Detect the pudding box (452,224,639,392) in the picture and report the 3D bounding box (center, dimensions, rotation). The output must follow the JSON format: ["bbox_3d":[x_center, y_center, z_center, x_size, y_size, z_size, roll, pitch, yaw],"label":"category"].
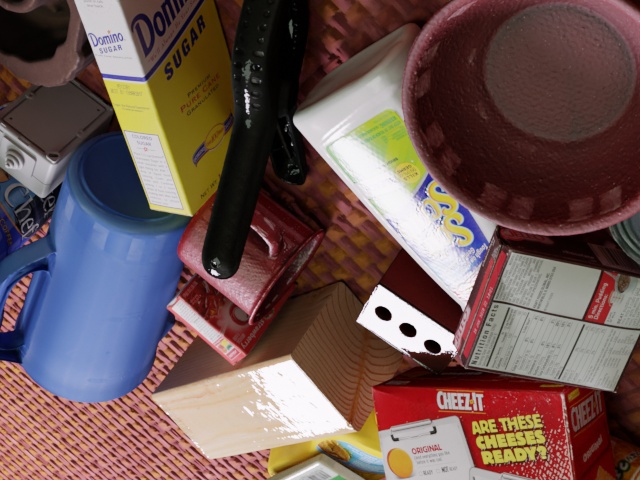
[{"bbox_3d":[0.152,0.046,0.687,0.113,0.039,0.090,12,115,-11],"label":"pudding box"}]

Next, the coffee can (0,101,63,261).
[{"bbox_3d":[-0.283,-0.039,0.915,0.103,0.140,0.103,21,138,20],"label":"coffee can"}]

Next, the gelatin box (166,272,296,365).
[{"bbox_3d":[-0.071,0.045,0.877,0.073,0.089,0.030,42,140,-6],"label":"gelatin box"}]

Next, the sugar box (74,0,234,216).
[{"bbox_3d":[-0.103,-0.115,0.742,0.048,0.093,0.176,12,135,27],"label":"sugar box"}]

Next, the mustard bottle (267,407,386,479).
[{"bbox_3d":[0.034,0.179,0.947,0.096,0.058,0.192,24,143,-17],"label":"mustard bottle"}]

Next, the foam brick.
[{"bbox_3d":[0.076,0.051,0.800,0.078,0.051,0.053,33,140,6],"label":"foam brick"}]

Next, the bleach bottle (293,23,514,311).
[{"bbox_3d":[0.097,-0.018,0.711,0.103,0.068,0.250,-25,114,44],"label":"bleach bottle"}]

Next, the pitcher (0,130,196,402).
[{"bbox_3d":[-0.189,0.025,0.904,0.145,0.149,0.243,29,136,1],"label":"pitcher"}]

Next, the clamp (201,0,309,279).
[{"bbox_3d":[-0.032,-0.097,0.704,0.036,0.164,0.210,12,113,11],"label":"clamp"}]

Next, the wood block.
[{"bbox_3d":[-0.042,0.118,0.925,0.207,0.090,0.090,-22,114,47],"label":"wood block"}]

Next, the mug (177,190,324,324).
[{"bbox_3d":[-0.055,0.001,0.816,0.081,0.093,0.117,38,164,7],"label":"mug"}]

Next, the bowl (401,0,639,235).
[{"bbox_3d":[0.131,-0.084,0.612,0.162,0.055,0.162,13,127,18],"label":"bowl"}]

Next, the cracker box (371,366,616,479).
[{"bbox_3d":[0.137,0.204,0.800,0.164,0.071,0.214,-4,98,39],"label":"cracker box"}]
